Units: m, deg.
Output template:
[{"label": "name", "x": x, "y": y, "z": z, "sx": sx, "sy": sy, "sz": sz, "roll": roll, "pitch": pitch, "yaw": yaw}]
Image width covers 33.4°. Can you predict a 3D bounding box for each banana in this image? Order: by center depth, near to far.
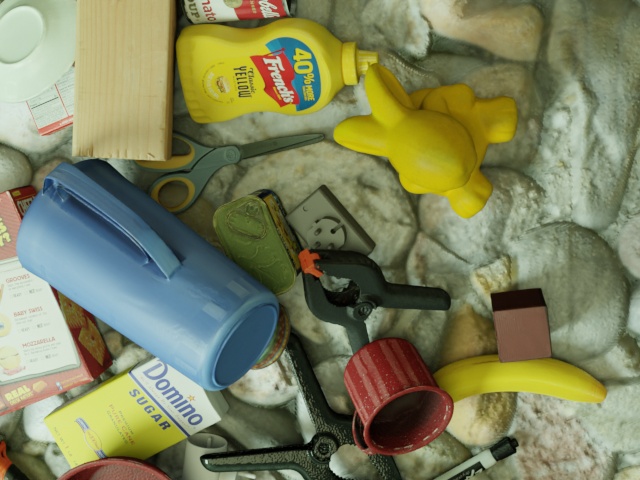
[{"label": "banana", "x": 0.184, "y": 0.145, "z": 1.075, "sx": 0.198, "sy": 0.037, "sz": 0.069, "roll": -11, "pitch": 120, "yaw": 13}]

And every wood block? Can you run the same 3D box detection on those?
[{"label": "wood block", "x": -0.186, "y": -0.182, "z": 1.030, "sx": 0.090, "sy": 0.090, "sz": 0.206, "roll": 3, "pitch": 96, "yaw": -5}]

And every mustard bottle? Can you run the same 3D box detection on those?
[{"label": "mustard bottle", "x": -0.038, "y": -0.167, "z": 1.038, "sx": 0.192, "sy": 0.058, "sz": 0.096, "roll": -3, "pitch": 123, "yaw": 8}]

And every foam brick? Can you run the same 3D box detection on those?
[{"label": "foam brick", "x": 0.195, "y": 0.082, "z": 1.038, "sx": 0.051, "sy": 0.078, "sz": 0.053, "roll": -7, "pitch": 99, "yaw": 9}]

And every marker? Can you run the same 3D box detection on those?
[{"label": "marker", "x": 0.151, "y": 0.237, "z": 1.103, "sx": 0.121, "sy": 0.020, "sz": 0.020, "roll": -33, "pitch": 93, "yaw": 13}]

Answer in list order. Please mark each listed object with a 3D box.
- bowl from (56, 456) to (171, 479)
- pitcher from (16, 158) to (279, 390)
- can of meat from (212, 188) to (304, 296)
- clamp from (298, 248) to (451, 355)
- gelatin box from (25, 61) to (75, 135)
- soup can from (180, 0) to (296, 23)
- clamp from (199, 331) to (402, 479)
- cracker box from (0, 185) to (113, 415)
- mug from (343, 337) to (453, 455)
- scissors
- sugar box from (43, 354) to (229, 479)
[{"label": "bowl", "x": -0.206, "y": 0.283, "z": 1.114, "sx": 0.162, "sy": 0.055, "sz": 0.162, "roll": 0, "pitch": 112, "yaw": 1}, {"label": "pitcher", "x": -0.162, "y": 0.029, "z": 1.004, "sx": 0.243, "sy": 0.149, "sz": 0.145, "roll": 33, "pitch": 109, "yaw": 22}, {"label": "can of meat", "x": -0.057, "y": 0.001, "z": 1.062, "sx": 0.057, "sy": 0.084, "sz": 0.102, "roll": -23, "pitch": 96, "yaw": 12}, {"label": "clamp", "x": 0.049, "y": 0.055, "z": 1.045, "sx": 0.120, "sy": 0.039, "sz": 0.171, "roll": -40, "pitch": 129, "yaw": 4}, {"label": "gelatin box", "x": -0.268, "y": -0.161, "z": 1.096, "sx": 0.073, "sy": 0.030, "sz": 0.089, "roll": -20, "pitch": 96, "yaw": 13}, {"label": "soup can", "x": -0.079, "y": -0.246, "z": 1.030, "sx": 0.102, "sy": 0.068, "sz": 0.068, "roll": -2, "pitch": 100, "yaw": 10}, {"label": "clamp", "x": 0.002, "y": 0.201, "z": 1.104, "sx": 0.210, "sy": 0.036, "sz": 0.164, "roll": 26, "pitch": 91, "yaw": -5}, {"label": "cracker box", "x": -0.340, "y": 0.070, "z": 1.127, "sx": 0.164, "sy": 0.072, "sz": 0.214, "roll": -22, "pitch": 95, "yaw": 12}, {"label": "mug", "x": 0.067, "y": 0.159, "z": 1.055, "sx": 0.093, "sy": 0.081, "sz": 0.117, "roll": 13, "pitch": 121, "yaw": -31}, {"label": "scissors", "x": -0.098, "y": -0.069, "z": 1.091, "sx": 0.202, "sy": 0.016, "sz": 0.096, "roll": 5, "pitch": 102, "yaw": 8}, {"label": "sugar box", "x": -0.196, "y": 0.184, "z": 1.137, "sx": 0.176, "sy": 0.048, "sz": 0.093, "roll": -29, "pitch": 95, "yaw": 14}]
